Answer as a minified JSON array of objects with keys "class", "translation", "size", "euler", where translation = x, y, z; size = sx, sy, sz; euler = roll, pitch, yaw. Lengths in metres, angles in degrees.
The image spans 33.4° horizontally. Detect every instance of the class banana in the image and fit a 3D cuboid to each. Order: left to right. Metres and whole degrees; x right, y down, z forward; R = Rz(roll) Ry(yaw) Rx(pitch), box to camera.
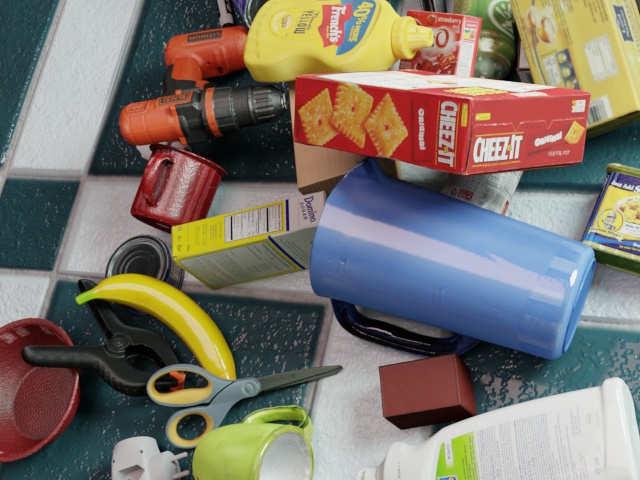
[{"class":"banana","translation":[-0.160,0.087,1.131],"size":[0.198,0.037,0.069],"euler":[29,80,11]}]

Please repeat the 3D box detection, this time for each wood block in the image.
[{"class":"wood block","translation":[0.024,-0.139,1.139],"size":[0.091,0.090,0.206],"euler":[-16,62,18]}]

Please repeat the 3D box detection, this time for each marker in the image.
[{"class":"marker","translation":[-0.119,-0.288,1.315],"size":[0.020,0.020,0.121],"euler":[-22,60,15]}]

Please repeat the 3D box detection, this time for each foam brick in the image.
[{"class":"foam brick","translation":[0.100,0.141,0.998],"size":[0.078,0.053,0.051],"euler":[-12,63,19]}]

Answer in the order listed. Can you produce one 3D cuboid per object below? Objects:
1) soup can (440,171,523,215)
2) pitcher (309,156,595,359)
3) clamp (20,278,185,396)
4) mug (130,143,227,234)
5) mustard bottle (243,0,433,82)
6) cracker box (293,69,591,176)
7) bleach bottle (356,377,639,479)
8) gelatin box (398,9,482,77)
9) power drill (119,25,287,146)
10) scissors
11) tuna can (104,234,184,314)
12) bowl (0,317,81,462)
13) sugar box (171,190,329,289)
[{"class":"soup can","translation":[0.163,-0.066,1.053],"size":[0.069,0.068,0.102],"euler":[17,76,30]},{"class":"pitcher","translation":[0.120,0.032,0.990],"size":[0.243,0.149,0.145],"euler":[18,74,19]},{"class":"clamp","translation":[-0.218,0.109,1.143],"size":[0.171,0.039,0.120],"euler":[21,57,1]},{"class":"mug","translation":[-0.164,-0.055,1.177],"size":[0.093,0.117,0.081],"euler":[16,80,18]},{"class":"mustard bottle","translation":[0.022,-0.204,1.078],"size":[0.192,0.058,0.096],"euler":[5,57,27]},{"class":"cracker box","translation":[0.105,-0.109,0.959],"size":[0.214,0.163,0.072],"euler":[18,110,46]},{"class":"bleach bottle","translation":[0.152,0.192,0.946],"size":[0.251,0.068,0.102],"euler":[-13,62,22]},{"class":"gelatin box","translation":[0.119,-0.194,1.084],"size":[0.089,0.030,0.073],"euler":[23,109,51]},{"class":"power drill","translation":[-0.120,-0.175,1.191],"size":[0.184,0.057,0.187],"euler":[-6,34,9]},{"class":"scissors","translation":[-0.079,0.168,1.086],"size":[0.202,0.016,0.096],"euler":[2,97,7]},{"class":"tuna can","translation":[-0.198,0.037,1.196],"size":[0.086,0.033,0.086],"euler":[-10,64,21]},{"class":"bowl","translation":[-0.322,0.170,1.181],"size":[0.162,0.055,0.162],"euler":[-10,64,21]},{"class":"sugar box","translation":[-0.057,0.001,1.112],"size":[0.176,0.093,0.048],"euler":[-14,62,18]}]
